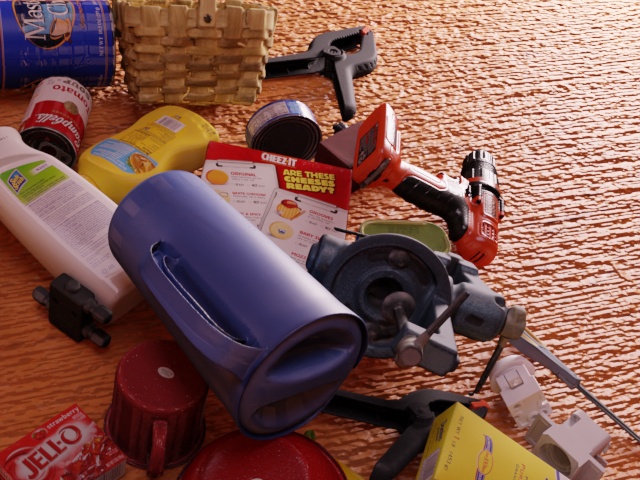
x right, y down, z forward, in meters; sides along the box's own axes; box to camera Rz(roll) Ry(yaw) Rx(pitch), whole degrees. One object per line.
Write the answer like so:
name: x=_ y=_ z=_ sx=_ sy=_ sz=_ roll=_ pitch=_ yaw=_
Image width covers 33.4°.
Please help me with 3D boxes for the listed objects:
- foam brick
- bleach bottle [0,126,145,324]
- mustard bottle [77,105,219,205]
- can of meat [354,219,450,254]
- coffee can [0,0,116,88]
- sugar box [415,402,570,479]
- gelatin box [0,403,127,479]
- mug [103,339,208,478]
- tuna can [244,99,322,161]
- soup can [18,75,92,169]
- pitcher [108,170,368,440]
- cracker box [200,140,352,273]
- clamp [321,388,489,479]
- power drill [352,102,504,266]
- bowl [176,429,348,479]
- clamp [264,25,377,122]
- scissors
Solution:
foam brick: x=0.035 y=-0.095 z=1.250 sx=0.051 sy=0.053 sz=0.078 roll=40 pitch=48 yaw=23
bleach bottle: x=-0.263 y=-0.035 z=1.060 sx=0.251 sy=0.068 sz=0.102 roll=44 pitch=50 yaw=9
mustard bottle: x=-0.205 y=-0.082 z=1.164 sx=0.096 sy=0.058 sz=0.191 roll=28 pitch=45 yaw=27
can of meat: x=0.079 y=0.026 z=1.120 sx=0.102 sy=0.084 sz=0.057 roll=1 pitch=46 yaw=-14
coffee can: x=-0.318 y=-0.230 z=1.250 sx=0.140 sy=0.103 sz=0.103 roll=-5 pitch=48 yaw=-20
sugar box: x=0.169 y=0.229 z=0.935 sx=0.176 sy=0.048 sz=0.093 roll=33 pitch=44 yaw=-6
gelatin box: x=-0.222 y=0.191 z=0.911 sx=0.073 sy=0.030 sz=0.089 roll=40 pitch=49 yaw=23
mug: x=-0.143 y=0.150 z=0.936 sx=0.093 sy=0.082 sz=0.117 roll=7 pitch=45 yaw=-9
tuna can: x=-0.043 y=-0.120 z=1.229 sx=0.086 sy=0.086 sz=0.034 roll=-5 pitch=46 yaw=-20
soup can: x=-0.293 y=-0.127 z=1.177 sx=0.068 sy=0.069 sz=0.102 roll=10 pitch=42 yaw=-6
pitcher: x=-0.087 y=0.043 z=0.914 sx=0.144 sy=0.149 sz=0.243 roll=-29 pitch=53 yaw=-25
cracker box: x=-0.057 y=0.001 z=1.116 sx=0.164 sy=0.072 sz=0.213 roll=12 pitch=43 yaw=-5
clamp: x=0.080 y=0.168 z=1.004 sx=0.171 sy=0.039 sz=0.120 roll=-6 pitch=40 yaw=-39
power drill: x=0.129 y=-0.076 z=1.212 sx=0.187 sy=0.057 sz=0.184 roll=30 pitch=38 yaw=-18
bowl: x=-0.053 y=0.214 z=0.892 sx=0.162 sy=0.055 sz=0.162 roll=-2 pitch=50 yaw=2
clamp: x=0.003 y=-0.231 z=1.387 sx=0.165 sy=0.036 sz=0.209 roll=21 pitch=41 yaw=14
scissors: x=0.241 y=0.133 z=1.076 sx=0.202 sy=0.016 sz=0.096 roll=45 pitch=13 yaw=28
